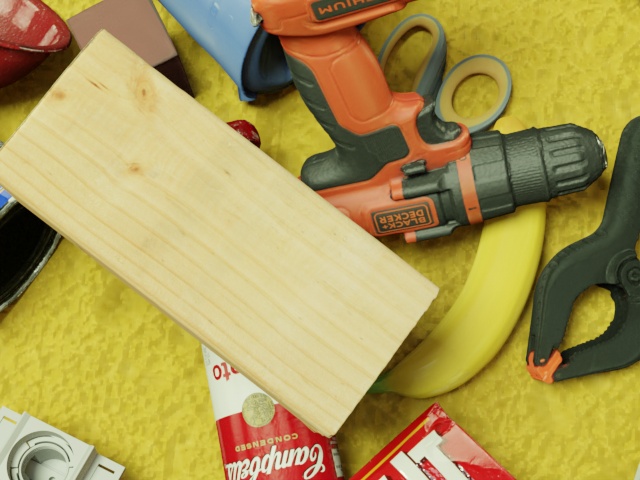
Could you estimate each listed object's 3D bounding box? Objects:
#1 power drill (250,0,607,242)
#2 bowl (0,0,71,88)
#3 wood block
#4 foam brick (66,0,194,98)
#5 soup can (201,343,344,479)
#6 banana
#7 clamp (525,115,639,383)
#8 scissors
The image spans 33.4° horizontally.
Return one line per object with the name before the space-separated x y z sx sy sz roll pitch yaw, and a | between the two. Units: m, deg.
power drill | 0.053 -0.079 0.574 0.184 0.187 0.057 -12 40 11
bowl | -0.237 -0.134 0.648 0.162 0.162 0.055 33 109 9
wood block | -0.054 0.001 0.544 0.206 0.091 0.090 38 81 0
foam brick | -0.116 -0.111 0.659 0.051 0.078 0.053 -26 78 -5
soup can | -0.028 0.099 0.614 0.068 0.068 0.102 -12 76 0
banana | 0.094 0.019 0.641 0.069 0.037 0.197 29 80 8
clamp | 0.179 0.010 0.636 0.171 0.039 0.120 -38 82 -7
scissors | 0.062 -0.045 0.667 0.096 0.016 0.202 11 78 5
